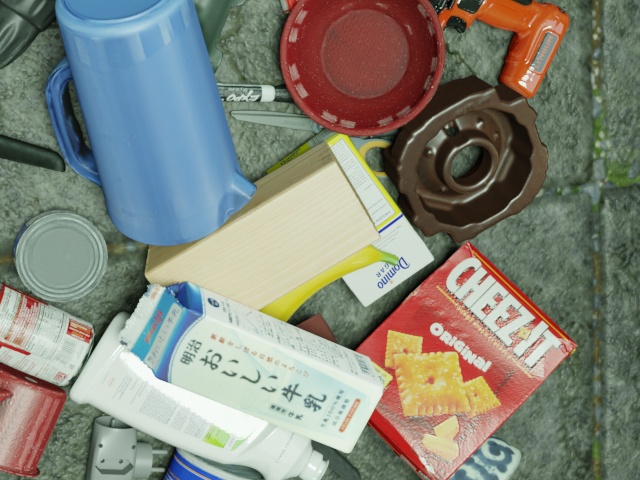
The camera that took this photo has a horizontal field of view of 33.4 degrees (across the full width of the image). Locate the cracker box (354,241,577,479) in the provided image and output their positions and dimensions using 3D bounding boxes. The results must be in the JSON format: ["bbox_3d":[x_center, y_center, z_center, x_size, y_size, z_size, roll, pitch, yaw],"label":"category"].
[{"bbox_3d":[0.139,0.133,1.135,0.213,0.072,0.164,-44,79,-8],"label":"cracker box"}]

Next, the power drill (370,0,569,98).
[{"bbox_3d":[0.158,-0.221,1.128,0.187,0.057,0.184,24,96,-24],"label":"power drill"}]

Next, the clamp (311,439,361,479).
[{"bbox_3d":[-0.035,0.218,1.138,0.120,0.039,0.171,-28,103,-20],"label":"clamp"}]

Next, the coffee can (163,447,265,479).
[{"bbox_3d":[-0.123,0.285,1.079,0.102,0.103,0.140,23,90,-23],"label":"coffee can"}]

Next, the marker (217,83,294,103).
[{"bbox_3d":[-0.079,-0.148,1.068,0.121,0.020,0.020,-2,100,-22],"label":"marker"}]

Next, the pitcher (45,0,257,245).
[{"bbox_3d":[-0.158,-0.121,0.930,0.149,0.145,0.243,-23,140,-13],"label":"pitcher"}]

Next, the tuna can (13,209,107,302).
[{"bbox_3d":[-0.249,0.014,1.020,0.086,0.034,0.086,-4,100,-21],"label":"tuna can"}]

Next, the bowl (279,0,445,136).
[{"bbox_3d":[0.043,-0.185,1.059,0.162,0.055,0.162,1,99,6],"label":"bowl"}]

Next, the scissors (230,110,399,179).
[{"bbox_3d":[0.009,-0.102,1.112,0.201,0.016,0.096,-11,105,-17],"label":"scissors"}]

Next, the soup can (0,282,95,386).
[{"bbox_3d":[-0.273,0.089,1.005,0.102,0.069,0.068,28,88,-24],"label":"soup can"}]

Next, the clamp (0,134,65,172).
[{"bbox_3d":[-0.359,-0.080,0.959,0.210,0.036,0.164,45,81,-20],"label":"clamp"}]

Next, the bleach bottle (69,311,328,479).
[{"bbox_3d":[-0.110,0.171,1.040,0.251,0.068,0.102,31,88,-3],"label":"bleach bottle"}]

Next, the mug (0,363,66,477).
[{"bbox_3d":[-0.292,0.164,0.989,0.093,0.117,0.081,22,85,10],"label":"mug"}]

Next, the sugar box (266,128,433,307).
[{"bbox_3d":[0.032,-0.026,1.110,0.093,0.048,0.176,-34,113,5],"label":"sugar box"}]

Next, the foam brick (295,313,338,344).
[{"bbox_3d":[-0.001,0.124,1.086,0.051,0.078,0.053,-29,149,-1],"label":"foam brick"}]

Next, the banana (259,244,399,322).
[{"bbox_3d":[-0.016,0.055,1.090,0.198,0.037,0.069,-34,108,8],"label":"banana"}]

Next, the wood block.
[{"bbox_3d":[-0.057,0.001,1.033,0.206,0.090,0.091,-31,110,5],"label":"wood block"}]
